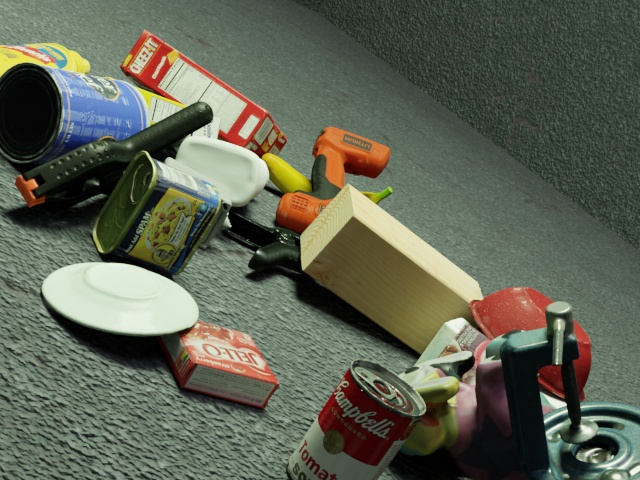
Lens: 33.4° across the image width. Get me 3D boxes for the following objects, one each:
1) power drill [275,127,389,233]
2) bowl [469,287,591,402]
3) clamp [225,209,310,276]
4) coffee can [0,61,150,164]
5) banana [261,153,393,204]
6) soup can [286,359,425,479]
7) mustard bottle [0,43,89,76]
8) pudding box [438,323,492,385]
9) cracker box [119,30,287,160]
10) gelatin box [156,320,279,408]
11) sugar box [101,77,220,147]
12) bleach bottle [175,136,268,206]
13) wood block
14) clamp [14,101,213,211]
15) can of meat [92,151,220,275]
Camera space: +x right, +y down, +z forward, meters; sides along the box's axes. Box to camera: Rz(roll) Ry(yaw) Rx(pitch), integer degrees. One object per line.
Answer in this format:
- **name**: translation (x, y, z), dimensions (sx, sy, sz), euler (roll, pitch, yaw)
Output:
- **power drill**: translation (0.044, -0.060, 1.431), dimensions (0.184, 0.057, 0.187), euler (20, 44, -6)
- **bowl**: translation (0.241, 0.101, 1.165), dimensions (0.162, 0.055, 0.162), euler (34, 16, -12)
- **clamp**: translation (-0.058, 0.002, 1.245), dimensions (0.120, 0.039, 0.171), euler (48, 18, 30)
- **coffee can**: translation (-0.263, -0.127, 1.127), dimensions (0.103, 0.103, 0.140), euler (39, 18, 23)
- **banana**: translation (0.001, -0.074, 1.521), dimensions (0.197, 0.070, 0.037), euler (13, 28, -18)
- **soup can**: translation (0.027, 0.153, 0.832), dimensions (0.068, 0.102, 0.068), euler (29, 16, -10)
- **mustard bottle**: translation (-0.331, -0.188, 1.195), dimensions (0.096, 0.058, 0.191), euler (25, 23, 26)
- **pudding box**: translation (0.150, 0.152, 1.067), dimensions (0.090, 0.113, 0.039), euler (35, -27, 14)
- **cracker box**: translation (-0.161, -0.190, 1.501), dimensions (0.214, 0.072, 0.164), euler (34, -2, 11)
- **gelatin box**: translation (-0.087, 0.101, 0.906), dimensions (0.089, 0.030, 0.073), euler (20, 20, -35)
- **sugar box**: translation (-0.221, -0.159, 1.340), dimensions (0.094, 0.048, 0.175), euler (6, -5, 45)
- **bleach bottle**: translation (-0.104, -0.084, 1.321), dimensions (0.102, 0.068, 0.250), euler (18, 4, 6)
- **wood block**: translation (0.084, 0.041, 1.230), dimensions (0.206, 0.091, 0.090), euler (36, 20, -18)
- **clamp**: translation (-0.216, -0.065, 1.049), dimensions (0.209, 0.165, 0.036), euler (-27, 79, -46)
- **can of meat**: translation (-0.155, -0.023, 1.023), dimensions (0.083, 0.102, 0.057), euler (23, 19, -36)
